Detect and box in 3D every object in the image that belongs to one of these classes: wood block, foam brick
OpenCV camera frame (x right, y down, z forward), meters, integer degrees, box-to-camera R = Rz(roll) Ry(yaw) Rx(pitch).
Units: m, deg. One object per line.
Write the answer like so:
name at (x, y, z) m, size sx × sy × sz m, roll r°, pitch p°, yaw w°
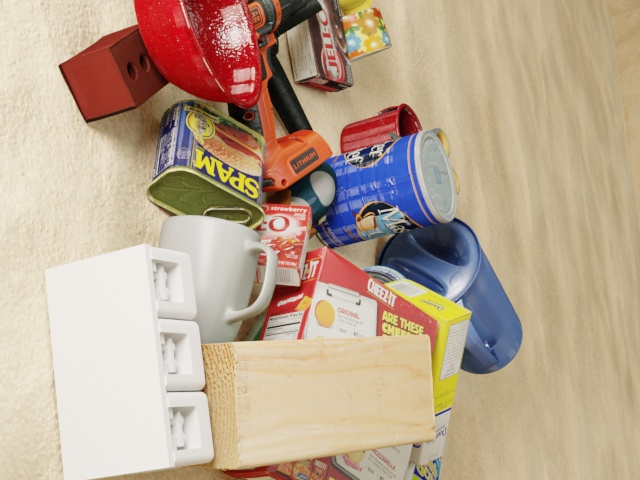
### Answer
wood block at (-0.013, 0.121, 0.831) m, size 0.205 × 0.091 × 0.090 m, roll 3°, pitch 81°, yaw -43°
foam brick at (-0.160, -0.135, 0.849) m, size 0.053 × 0.051 × 0.078 m, roll 67°, pitch 27°, yaw -20°

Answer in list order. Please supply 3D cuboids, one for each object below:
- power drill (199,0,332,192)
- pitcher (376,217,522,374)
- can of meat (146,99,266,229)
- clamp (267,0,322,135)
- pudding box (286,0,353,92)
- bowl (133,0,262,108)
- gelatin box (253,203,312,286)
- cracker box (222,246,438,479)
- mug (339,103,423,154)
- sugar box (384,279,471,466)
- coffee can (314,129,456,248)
power drill at (-0.050, -0.154, 1.029) m, size 0.184 × 0.057 × 0.187 m, roll -38°, pitch 117°, yaw -43°
pitcher at (0.177, 0.087, 1.350) m, size 0.242 × 0.145 × 0.149 m, roll 47°, pitch 58°, yaw -51°
can of meat at (-0.095, -0.063, 0.921) m, size 0.102 × 0.058 × 0.084 m, roll 28°, pitch 47°, yaw -32°
clamp at (-0.060, -0.191, 1.096) m, size 0.209 × 0.036 × 0.164 m, roll 7°, pitch 80°, yaw -57°
pudding box at (-0.004, -0.233, 1.239) m, size 0.089 × 0.039 × 0.113 m, roll -1°, pitch 78°, yaw -63°
bowl at (-0.104, -0.176, 0.860) m, size 0.162 × 0.055 × 0.162 m, roll -16°, pitch 90°, yaw -73°
gelatin box at (-0.056, 0.001, 0.953) m, size 0.030 × 0.089 × 0.073 m, roll 86°, pitch 12°, yaw -50°
cracker box at (0.014, 0.139, 0.970) m, size 0.164 × 0.072 × 0.213 m, roll 34°, pitch 58°, yaw -34°
mug at (0.077, -0.120, 1.300) m, size 0.093 × 0.082 × 0.117 m, roll 52°, pitch 34°, yaw -41°
sugar box at (0.095, 0.137, 1.108) m, size 0.048 × 0.093 × 0.176 m, roll -12°, pitch 120°, yaw -42°
coffee can at (0.066, -0.055, 1.175) m, size 0.102 × 0.140 × 0.103 m, roll 39°, pitch 44°, yaw -52°
